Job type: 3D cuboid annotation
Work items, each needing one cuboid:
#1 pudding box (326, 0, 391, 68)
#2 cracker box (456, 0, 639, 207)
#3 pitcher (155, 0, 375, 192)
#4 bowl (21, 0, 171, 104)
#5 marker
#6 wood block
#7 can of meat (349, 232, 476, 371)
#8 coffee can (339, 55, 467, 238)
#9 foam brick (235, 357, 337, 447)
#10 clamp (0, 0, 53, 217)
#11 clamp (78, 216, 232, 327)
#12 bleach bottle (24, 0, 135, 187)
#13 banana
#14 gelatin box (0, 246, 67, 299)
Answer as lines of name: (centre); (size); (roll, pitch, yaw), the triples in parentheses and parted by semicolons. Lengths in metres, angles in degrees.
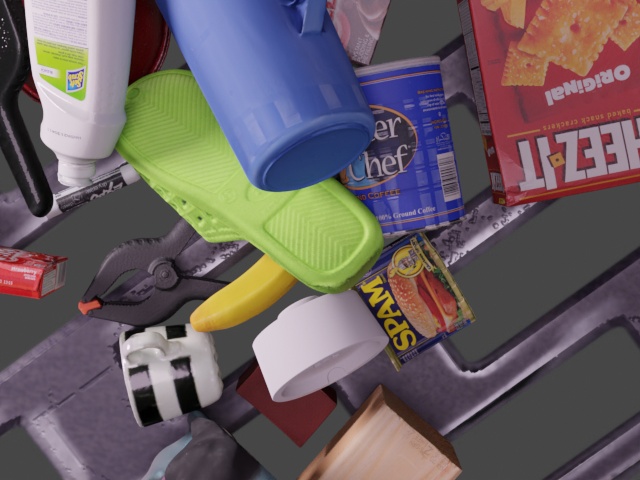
pudding box: (0.017, -0.215, 0.929); (0.090, 0.039, 0.113); (18, 95, -1)
cracker box: (0.214, -0.148, 0.917); (0.164, 0.072, 0.214); (-11, 95, 2)
pitcher: (-0.047, -0.170, 0.839); (0.145, 0.149, 0.243); (-27, 71, 5)
bowl: (-0.213, -0.191, 0.926); (0.162, 0.055, 0.162); (0, 95, 0)
marker: (-0.193, -0.051, 0.956); (0.121, 0.020, 0.020); (-23, 94, 2)
wood block: (0.021, 0.239, 0.943); (0.090, 0.091, 0.206); (41, 94, -2)
can of meat: (0.077, 0.050, 0.944); (0.084, 0.057, 0.102); (-31, 94, 1)
coffee can: (0.063, -0.078, 0.909); (0.103, 0.103, 0.140); (-10, 95, 1)
foam brick: (-0.030, 0.135, 0.954); (0.078, 0.051, 0.053); (42, 93, -3)
clamp: (-0.299, -0.133, 0.909); (0.165, 0.036, 0.210); (11, 108, 16)
clamp: (-0.128, 0.035, 0.953); (0.171, 0.039, 0.120); (-31, 89, 0)
bleach bottle: (-0.198, -0.169, 0.859); (0.103, 0.067, 0.251); (18, 112, 30)
banana: (-0.038, 0.006, 0.935); (0.070, 0.037, 0.197); (26, 76, 11)
gelatin box: (-0.267, 0.026, 0.928); (0.073, 0.089, 0.030); (10, 95, 0)
